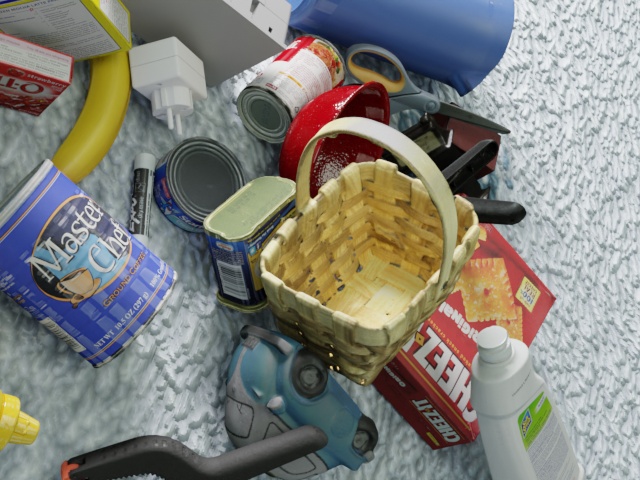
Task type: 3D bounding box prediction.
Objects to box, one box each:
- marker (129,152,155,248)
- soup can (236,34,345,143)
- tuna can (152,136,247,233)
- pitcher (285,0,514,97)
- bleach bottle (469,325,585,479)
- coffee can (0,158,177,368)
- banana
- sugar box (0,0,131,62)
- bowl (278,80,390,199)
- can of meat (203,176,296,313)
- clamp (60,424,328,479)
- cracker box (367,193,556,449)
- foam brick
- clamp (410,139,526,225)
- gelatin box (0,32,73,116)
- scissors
[{"bbox_3d":[-0.161,-0.020,0.950,0.020,0.020,0.121,14,66,-32],"label":"marker"},{"bbox_3d":[-0.029,-0.151,1.064,0.068,0.069,0.102,49,53,-12],"label":"soup can"},{"bbox_3d":[-0.112,-0.051,0.988,0.086,0.034,0.086,13,66,-33],"label":"tuna can"},{"bbox_3d":[0.077,-0.263,1.149,0.242,0.145,0.149,11,25,-30],"label":"pitcher"},{"bbox_3d":[0.197,0.177,1.042,0.102,0.068,0.251,-52,135,-35],"label":"bleach bottle"},{"bbox_3d":[-0.200,0.019,0.852,0.140,0.103,0.102,43,53,-17],"label":"coffee can"},{"bbox_3d":[-0.204,-0.128,0.949,0.069,0.037,0.198,1,67,-5],"label":"banana"},{"bbox_3d":[-0.228,-0.201,0.858,0.176,0.093,0.048,58,24,-68],"label":"sugar box"},{"bbox_3d":[0.006,-0.087,1.041,0.055,0.162,0.161,25,49,21],"label":"bowl"},{"bbox_3d":[-0.056,0.001,0.970,0.102,0.058,0.084,-44,139,-38],"label":"can of meat"},{"bbox_3d":[-0.102,0.200,0.864,0.209,0.036,0.164,23,98,-21],"label":"clamp"},{"bbox_3d":[0.134,0.079,1.099,0.164,0.072,0.213,48,53,-13],"label":"cracker box"},{"bbox_3d":[0.155,-0.107,1.194,0.078,0.053,0.051,31,58,-25],"label":"foam brick"},{"bbox_3d":[0.121,-0.035,1.080,0.120,0.171,0.039,-114,178,-53],"label":"clamp"},{"bbox_3d":[-0.260,-0.139,0.884,0.089,0.073,0.030,15,65,-32],"label":"gelatin box"},{"bbox_3d":[0.098,-0.135,1.136,0.201,0.096,0.016,32,28,-21],"label":"scissors"}]
